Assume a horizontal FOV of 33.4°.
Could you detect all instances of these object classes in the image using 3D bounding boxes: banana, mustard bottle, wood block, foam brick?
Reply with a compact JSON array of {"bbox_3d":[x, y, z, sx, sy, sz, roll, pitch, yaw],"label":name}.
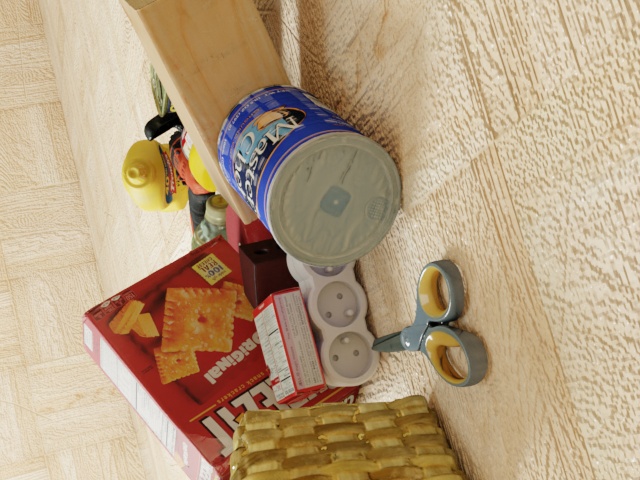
[{"bbox_3d":[-0.096,-0.085,1.068,0.069,0.037,0.198,41,157,-17],"label":"banana"},{"bbox_3d":[-0.224,-0.087,1.431,0.191,0.058,0.096,-10,-86,-83],"label":"mustard bottle"},{"bbox_3d":[-0.079,-0.131,0.898,0.206,0.090,0.091,65,172,-29],"label":"wood block"},{"bbox_3d":[-0.031,0.028,0.977,0.053,0.078,0.051,-135,36,-61],"label":"foam brick"}]

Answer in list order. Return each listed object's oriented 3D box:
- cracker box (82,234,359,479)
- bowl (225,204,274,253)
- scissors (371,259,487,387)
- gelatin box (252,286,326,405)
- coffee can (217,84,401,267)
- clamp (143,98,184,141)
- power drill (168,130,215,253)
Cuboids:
[{"bbox_3d":[-0.094,0.114,0.988,0.214,0.164,0.072,44,148,25],"label":"cracker box"},{"bbox_3d":[-0.057,0.001,1.082,0.162,0.055,0.162,168,90,-73],"label":"bowl"},{"bbox_3d":[0.069,0.054,0.783,0.202,0.016,0.096,-161,63,-70],"label":"scissors"},{"bbox_3d":[-0.026,0.091,0.905,0.073,0.030,0.089,135,121,-68],"label":"gelatin box"},{"bbox_3d":[-0.012,-0.053,0.823,0.140,0.102,0.103,-132,35,-59],"label":"coffee can"},{"bbox_3d":[-0.166,-0.147,1.256,0.039,0.120,0.171,-46,43,19],"label":"clamp"},{"bbox_3d":[-0.156,-0.041,1.364,0.184,0.057,0.188,-127,29,-66],"label":"power drill"}]
